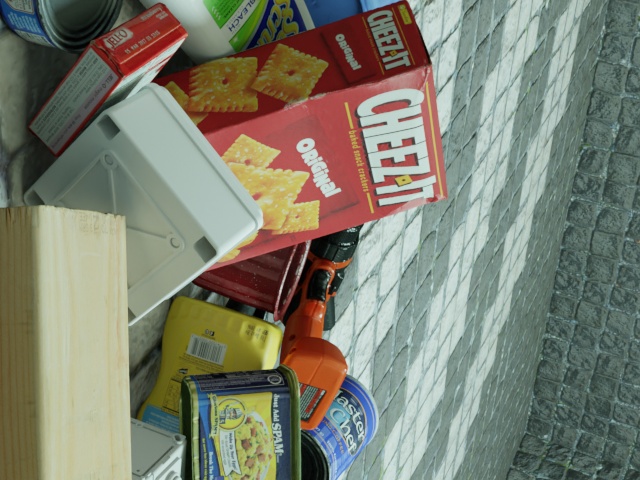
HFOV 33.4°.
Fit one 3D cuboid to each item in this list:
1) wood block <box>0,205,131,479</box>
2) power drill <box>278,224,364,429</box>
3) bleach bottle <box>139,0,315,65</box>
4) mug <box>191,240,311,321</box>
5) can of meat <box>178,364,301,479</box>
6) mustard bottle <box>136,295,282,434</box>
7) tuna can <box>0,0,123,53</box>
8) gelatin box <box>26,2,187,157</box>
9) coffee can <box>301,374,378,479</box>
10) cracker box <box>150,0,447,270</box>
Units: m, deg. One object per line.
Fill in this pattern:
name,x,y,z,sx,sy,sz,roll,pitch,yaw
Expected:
wood block,-0.164,0.088,0.586,0.090,0.091,0.206,7,81,-70
power drill,-0.003,0.060,0.960,0.187,0.057,0.185,-81,-169,-48
bleach bottle,-0.044,-0.153,0.777,0.102,0.068,0.250,-59,148,-9
mug,-0.056,0.001,0.886,0.093,0.081,0.117,-59,167,-59
can of meat,-0.063,0.150,0.820,0.057,0.083,0.102,-165,-106,-71
mustard bottle,-0.103,0.149,0.880,0.058,0.096,0.191,27,80,-73
tuna can,-0.148,-0.153,0.612,0.086,0.034,0.086,17,90,-70
gelatin box,-0.129,-0.098,0.648,0.089,0.030,0.073,-40,-175,40
coffee can,-0.008,0.217,1.182,0.140,0.103,0.103,-34,137,-60
cracker box,-0.022,-0.065,0.766,0.164,0.213,0.072,71,3,-58
